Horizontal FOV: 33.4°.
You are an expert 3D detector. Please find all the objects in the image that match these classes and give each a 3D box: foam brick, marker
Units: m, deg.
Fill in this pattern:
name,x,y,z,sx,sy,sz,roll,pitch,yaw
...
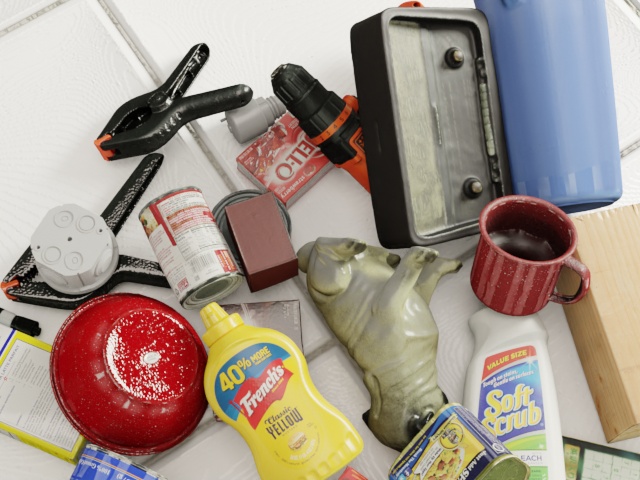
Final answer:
name,x,y,z,sx,sy,sz,roll,pitch,yaw
foam brick,-0.057,0.001,1.038,0.051,0.053,0.078,-18,71,-8
marker,-0.334,0.070,1.063,0.121,0.020,0.020,20,70,7

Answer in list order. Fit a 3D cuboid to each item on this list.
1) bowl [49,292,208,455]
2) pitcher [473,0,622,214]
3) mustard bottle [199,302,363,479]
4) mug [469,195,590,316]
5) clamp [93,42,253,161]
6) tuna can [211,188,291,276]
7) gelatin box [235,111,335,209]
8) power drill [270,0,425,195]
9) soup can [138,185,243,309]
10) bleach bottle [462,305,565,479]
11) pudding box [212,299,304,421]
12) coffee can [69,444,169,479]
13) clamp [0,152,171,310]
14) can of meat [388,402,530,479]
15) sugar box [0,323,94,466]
name,x,y,z,sx,sy,sz,roll,pitch,yaw
bowl,-0.166,0.115,0.994,0.161,0.055,0.162,13,61,-25
pitcher,0.242,-0.150,1.090,0.149,0.145,0.243,-6,84,-10
mustard bottle,-0.051,0.139,0.979,0.096,0.058,0.192,-35,81,-2
mug,0.199,0.022,1.011,0.117,0.081,0.093,25,47,17
clamp,-0.154,-0.136,1.120,0.171,0.039,0.120,-43,42,-12
tuna can,-0.072,-0.007,1.089,0.086,0.034,0.086,0,69,-1
gelatin box,-0.032,-0.086,1.122,0.073,0.030,0.089,43,74,14
power drill,0.059,-0.159,1.106,0.184,0.057,0.187,45,71,-17
soup can,-0.125,0.007,1.034,0.068,0.068,0.102,-25,73,-10
bleach bottle,0.173,0.157,1.014,0.102,0.068,0.251,-6,65,8
pudding box,-0.061,0.117,1.037,0.090,0.039,0.113,-3,70,-3
coffee can,-0.194,0.266,0.944,0.103,0.103,0.140,23,70,8
clamp,-0.222,0.003,1.081,0.209,0.036,0.164,-16,69,-10
can of meat,0.119,0.206,0.941,0.102,0.057,0.084,-49,43,3
sugar box,-0.289,0.140,1.023,0.176,0.048,0.093,21,67,10
